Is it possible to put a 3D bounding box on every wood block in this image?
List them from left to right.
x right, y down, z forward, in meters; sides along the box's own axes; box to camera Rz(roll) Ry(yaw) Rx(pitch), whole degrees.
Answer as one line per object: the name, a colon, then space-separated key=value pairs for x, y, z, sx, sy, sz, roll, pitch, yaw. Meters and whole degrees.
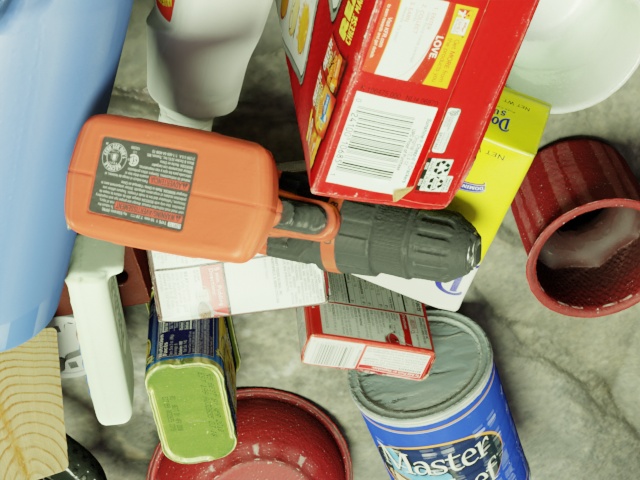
wood block: x=-0.271 y=0.110 z=0.662 sx=0.206 sy=0.090 sz=0.091 roll=-7 pitch=86 yaw=22

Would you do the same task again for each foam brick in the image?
foam brick: x=-0.150 y=0.011 z=0.687 sx=0.078 sy=0.051 sz=0.053 roll=-9 pitch=129 yaw=1

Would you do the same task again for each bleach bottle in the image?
bleach bottle: x=-0.049 y=-0.151 z=0.539 sx=0.068 sy=0.103 sz=0.251 roll=-1 pitch=129 yaw=-22

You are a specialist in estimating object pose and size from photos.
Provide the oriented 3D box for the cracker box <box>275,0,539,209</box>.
cracker box: x=0.036 y=-0.142 z=0.484 sx=0.072 sy=0.214 sz=0.164 roll=8 pitch=127 yaw=-14

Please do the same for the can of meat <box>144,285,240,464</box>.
can of meat: x=-0.087 y=0.090 z=0.734 sx=0.057 sy=0.084 sz=0.102 roll=-7 pitch=128 yaw=0

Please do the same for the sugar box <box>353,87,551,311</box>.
sugar box: x=0.063 y=-0.027 z=0.629 sx=0.093 sy=0.048 sz=0.176 roll=21 pitch=146 yaw=6

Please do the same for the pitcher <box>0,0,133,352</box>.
pitcher: x=-0.169 y=-0.069 z=0.533 sx=0.145 sy=0.149 sz=0.243 roll=34 pitch=127 yaw=21

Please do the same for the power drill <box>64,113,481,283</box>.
power drill: x=-0.023 y=-0.013 z=0.540 sx=0.185 sy=0.187 sz=0.057 roll=9 pitch=88 yaw=22

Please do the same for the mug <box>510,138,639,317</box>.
mug: x=0.180 y=-0.013 z=0.681 sx=0.117 sy=0.081 sz=0.093 roll=-6 pitch=128 yaw=0

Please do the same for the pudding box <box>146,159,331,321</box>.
pudding box: x=-0.054 y=0.001 z=0.681 sx=0.113 sy=0.039 sz=0.090 roll=-8 pitch=105 yaw=-2

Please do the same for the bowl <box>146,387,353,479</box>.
bowl: x=-0.049 y=0.195 z=0.800 sx=0.162 sy=0.055 sz=0.162 roll=-2 pitch=103 yaw=-10

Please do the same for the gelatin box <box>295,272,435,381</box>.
gelatin box: x=0.029 y=0.055 z=0.725 sx=0.089 sy=0.073 sz=0.030 roll=10 pitch=127 yaw=-14

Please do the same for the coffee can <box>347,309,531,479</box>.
coffee can: x=0.088 y=0.135 z=0.773 sx=0.103 sy=0.103 sz=0.140 roll=-17 pitch=127 yaw=8
